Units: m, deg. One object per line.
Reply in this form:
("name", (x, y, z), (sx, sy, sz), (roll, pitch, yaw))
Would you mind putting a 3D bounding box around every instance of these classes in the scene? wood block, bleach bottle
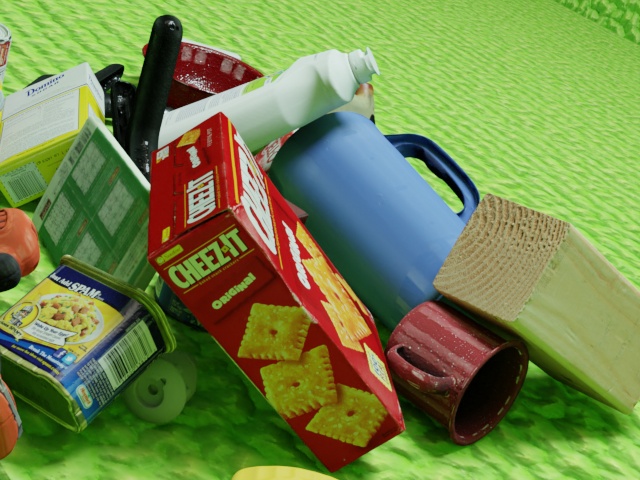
("wood block", (0.197, 0.056, 0.877), (0.091, 0.090, 0.205), (26, -8, 48))
("bleach bottle", (-0.066, -0.115, 0.994), (0.251, 0.068, 0.102), (-21, 21, 13))

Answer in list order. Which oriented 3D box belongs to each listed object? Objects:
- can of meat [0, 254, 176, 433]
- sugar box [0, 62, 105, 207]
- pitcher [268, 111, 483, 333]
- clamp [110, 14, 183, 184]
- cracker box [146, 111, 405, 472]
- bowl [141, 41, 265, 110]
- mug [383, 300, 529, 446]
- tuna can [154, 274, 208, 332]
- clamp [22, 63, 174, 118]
("can of meat", (-0.159, 0.066, 0.686), (0.102, 0.057, 0.083), (21, 51, 35))
("sugar box", (-0.247, -0.101, 0.982), (0.093, 0.048, 0.176), (-23, 28, 2))
("pitcher", (0.070, -0.010, 0.982), (0.144, 0.149, 0.243), (19, 22, -45))
("clamp", (-0.152, -0.074, 0.889), (0.036, 0.165, 0.210), (9, 67, -22))
("cracker box", (-0.032, 0.033, 0.752), (0.213, 0.072, 0.164), (54, 10, -27))
("bowl", (-0.140, -0.181, 1.271), (0.162, 0.055, 0.162), (17, 24, -8))
("mug", (0.094, 0.099, 0.824), (0.082, 0.093, 0.117), (33, 19, 36))
("tuna can", (-0.091, 0.039, 0.872), (0.086, 0.034, 0.086), (17, 24, -8))
("clamp", (-0.253, -0.159, 1.156), (0.171, 0.039, 0.120), (-2, 31, -40))
